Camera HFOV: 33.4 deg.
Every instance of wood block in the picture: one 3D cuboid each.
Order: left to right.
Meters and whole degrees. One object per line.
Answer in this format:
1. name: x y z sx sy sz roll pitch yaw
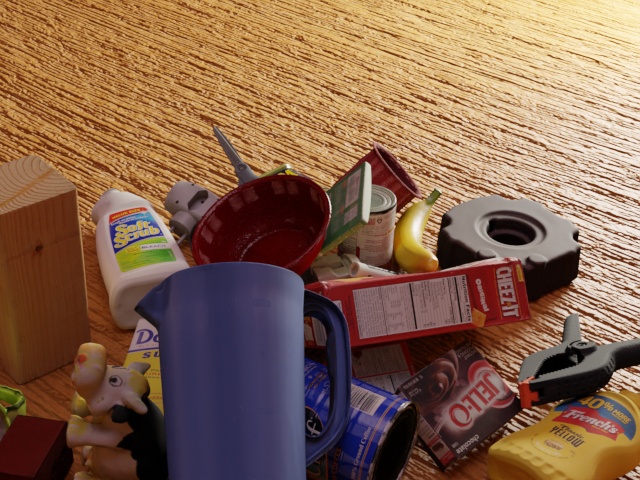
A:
1. wood block: -0.301 0.031 1.098 0.090 0.206 0.090 -24 41 -35

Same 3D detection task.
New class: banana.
1. banana: 0.116 -0.002 1.306 0.037 0.070 0.197 32 28 -12

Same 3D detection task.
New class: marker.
1. marker: 0.082 0.045 1.227 0.120 0.020 0.020 16 20 -39

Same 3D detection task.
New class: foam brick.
1. foam brick: -0.265 0.205 0.972 0.051 0.053 0.078 8 34 8

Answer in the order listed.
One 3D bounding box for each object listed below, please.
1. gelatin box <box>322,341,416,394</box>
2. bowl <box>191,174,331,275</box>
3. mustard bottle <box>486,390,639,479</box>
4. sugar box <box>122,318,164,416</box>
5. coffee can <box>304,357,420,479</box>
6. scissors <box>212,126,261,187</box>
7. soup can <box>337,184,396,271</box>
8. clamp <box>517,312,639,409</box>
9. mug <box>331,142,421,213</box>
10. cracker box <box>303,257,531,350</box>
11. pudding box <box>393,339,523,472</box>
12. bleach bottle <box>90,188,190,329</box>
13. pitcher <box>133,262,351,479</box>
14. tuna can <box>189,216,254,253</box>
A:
1. gelatin box: 0.054 0.146 1.087 0.089 0.030 0.073 -8 55 -15
2. bowl: -0.058 0.001 1.176 0.162 0.055 0.162 -13 43 12
3. mustard bottle: 0.255 0.192 1.021 0.191 0.058 0.096 -23 33 -35
4. sugar box: -0.155 0.145 1.078 0.093 0.048 0.176 3 34 1
5. coffee can: 0.008 0.172 0.995 0.140 0.103 0.102 19 37 24
6. scissors: -0.109 -0.073 1.346 0.096 0.016 0.202 -37 54 -21
7. soup can: 0.054 -0.007 1.276 0.068 0.102 0.068 1 33 -1
8. clamp: 0.280 0.122 1.092 0.165 0.036 0.209 1 17 43
9. mug: 0.066 -0.071 1.366 0.081 0.093 0.117 -41 37 15
10. cracker box: 0.087 0.067 1.121 0.213 0.072 0.164 -8 -3 -14
11. pudding box: 0.134 0.161 1.051 0.113 0.039 0.090 -29 70 -36
12. bleach bottle: -0.229 0.007 1.274 0.102 0.068 0.251 -11 33 -21
13. pitcher: -0.062 0.148 0.905 0.149 0.144 0.243 -15 67 24
14. tuna can: -0.110 0.003 1.265 0.086 0.086 0.033 15 33 18
